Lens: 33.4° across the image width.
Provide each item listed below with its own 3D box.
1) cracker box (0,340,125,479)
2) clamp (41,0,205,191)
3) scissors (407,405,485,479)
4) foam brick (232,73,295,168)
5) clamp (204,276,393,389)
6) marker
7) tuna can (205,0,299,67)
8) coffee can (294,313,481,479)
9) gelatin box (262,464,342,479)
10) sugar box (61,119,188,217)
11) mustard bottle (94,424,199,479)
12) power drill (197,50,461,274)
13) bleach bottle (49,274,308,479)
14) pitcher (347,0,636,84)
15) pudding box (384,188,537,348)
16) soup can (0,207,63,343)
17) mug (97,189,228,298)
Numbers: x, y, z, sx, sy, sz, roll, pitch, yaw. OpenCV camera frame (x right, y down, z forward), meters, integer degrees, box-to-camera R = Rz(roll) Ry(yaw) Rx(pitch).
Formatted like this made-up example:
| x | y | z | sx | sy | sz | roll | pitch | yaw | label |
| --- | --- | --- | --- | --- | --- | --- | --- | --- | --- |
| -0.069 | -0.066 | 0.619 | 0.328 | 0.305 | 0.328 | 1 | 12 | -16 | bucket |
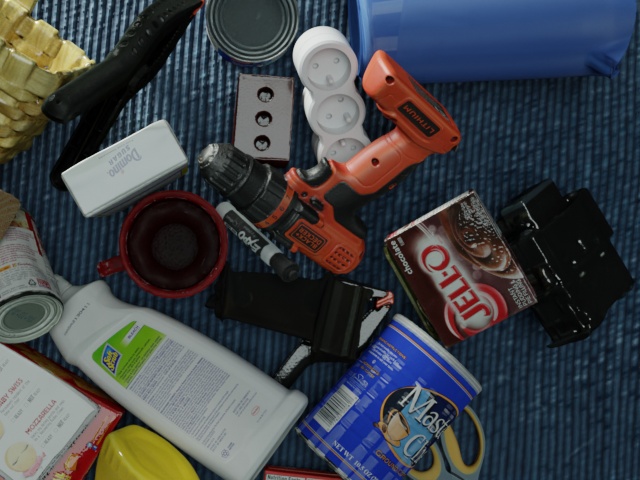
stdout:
| x | y | z | sx | sy | sz | roll | pitch | yaw | label |
| --- | --- | --- | --- | --- | --- | --- | --- | --- | --- |
| -0.303 | 0.162 | 0.931 | 0.213 | 0.072 | 0.164 | 31 | 85 | -4 | cracker box |
| -0.176 | -0.140 | 0.939 | 0.036 | 0.165 | 0.209 | 35 | 62 | 0 | clamp |
| 0.125 | 0.252 | 1.005 | 0.096 | 0.016 | 0.202 | -7 | 89 | -5 | scissors |
| -0.053 | -0.108 | 0.975 | 0.053 | 0.051 | 0.078 | 3 | 88 | -6 | foam brick |
| -0.012 | 0.092 | 0.983 | 0.171 | 0.039 | 0.120 | -12 | 97 | 0 | clamp |
| -0.056 | 0.001 | 0.948 | 0.020 | 0.121 | 0.020 | -22 | 131 | -27 | marker |
| -0.063 | -0.203 | 0.985 | 0.086 | 0.034 | 0.086 | 0 | 89 | -7 | tuna can |
| 0.060 | 0.151 | 0.956 | 0.103 | 0.103 | 0.140 | 43 | 85 | -4 | coffee can |
| -0.021 | 0.255 | 0.982 | 0.073 | 0.030 | 0.089 | 7 | 88 | -5 | gelatin box |
| -0.160 | -0.058 | 0.898 | 0.093 | 0.176 | 0.048 | -30 | 92 | -6 | sugar box |
| -0.171 | 0.261 | 0.926 | 0.096 | 0.058 | 0.192 | 35 | 117 | 25 | mustard bottle |
| 0.012 | -0.073 | 0.925 | 0.188 | 0.057 | 0.184 | -43 | 124 | 19 | power drill |
| -0.140 | 0.107 | 0.941 | 0.251 | 0.068 | 0.102 | 36 | 78 | 8 | bleach bottle |
| 0.149 | -0.213 | 0.972 | 0.242 | 0.149 | 0.145 | -6 | 104 | -4 | pitcher |
| 0.123 | 0.024 | 0.927 | 0.090 | 0.039 | 0.113 | -30 | 91 | 14 | pudding box |
| -0.266 | 0.029 | 0.917 | 0.068 | 0.068 | 0.102 | -24 | 57 | -7 | soup can |
| -0.141 | 0.008 | 0.947 | 0.117 | 0.081 | 0.093 | -22 | 91 | -7 | mug |
